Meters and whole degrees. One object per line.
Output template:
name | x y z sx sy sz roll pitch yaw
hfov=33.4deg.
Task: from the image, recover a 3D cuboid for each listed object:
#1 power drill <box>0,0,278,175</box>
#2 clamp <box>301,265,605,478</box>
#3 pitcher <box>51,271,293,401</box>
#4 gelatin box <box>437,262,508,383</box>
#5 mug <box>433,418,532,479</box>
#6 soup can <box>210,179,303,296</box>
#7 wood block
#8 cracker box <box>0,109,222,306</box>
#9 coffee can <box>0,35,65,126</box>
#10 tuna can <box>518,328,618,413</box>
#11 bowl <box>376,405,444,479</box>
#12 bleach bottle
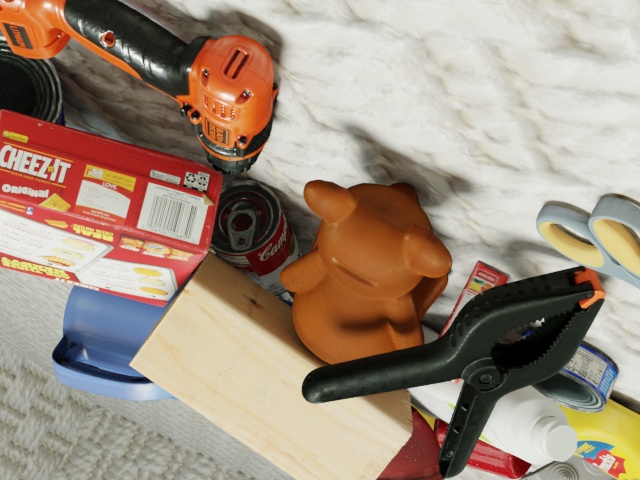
power drill | -0.116 -0.115 0.710 0.187 0.057 0.184 27 165 1
clamp | 0.101 0.083 0.739 0.164 0.036 0.210 27 122 -30
pitcher | -0.122 0.098 1.002 0.243 0.149 0.144 11 163 33
gelatin box | 0.113 0.066 0.832 0.030 0.073 0.089 26 163 10
mug | 0.176 0.189 1.077 0.082 0.093 0.117 11 -175 33
soup can | -0.056 0.001 0.917 0.069 0.068 0.102 22 162 21
wood block | -0.035 0.110 0.854 0.206 0.090 0.091 36 -167 -5
cracker box | -0.178 -0.017 0.833 0.164 0.072 0.214 15 163 -13
coffee can | -0.268 -0.097 0.905 0.103 0.102 0.140 29 162 -2
tuna can | 0.200 0.107 0.880 0.086 0.033 0.086 26 162 9
bowl | 0.042 0.179 0.986 0.162 0.055 0.162 4 -175 -1
bleach bottle | 0.140 0.138 0.910 0.102 0.068 0.251 42 172 -21
